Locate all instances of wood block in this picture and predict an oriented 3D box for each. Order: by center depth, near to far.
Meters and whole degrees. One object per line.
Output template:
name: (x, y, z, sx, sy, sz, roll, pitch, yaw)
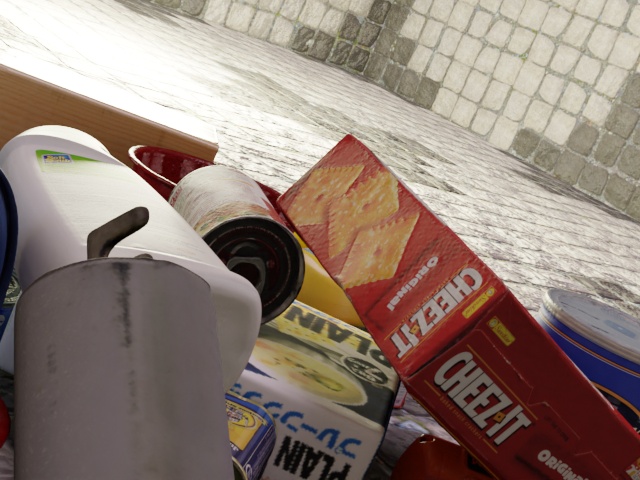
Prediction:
wood block: (-0.207, -0.092, 0.985, 0.206, 0.091, 0.090, 20, 15, -14)

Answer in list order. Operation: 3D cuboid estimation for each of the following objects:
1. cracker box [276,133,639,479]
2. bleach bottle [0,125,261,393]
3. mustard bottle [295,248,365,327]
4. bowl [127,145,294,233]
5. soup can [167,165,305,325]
cracker box: (0.074, 0.048, 0.588, 0.164, 0.072, 0.214, 45, 5, -30)
bleach bottle: (-0.120, -0.007, 0.583, 0.102, 0.068, 0.251, 12, 19, -28)
mustard bottle: (0.007, 0.037, 0.852, 0.191, 0.058, 0.096, 10, 15, -44)
bowl: (-0.092, -0.023, 0.890, 0.162, 0.055, 0.162, 21, 11, -5)
soup can: (-0.054, 0.001, 0.637, 0.068, 0.068, 0.102, 18, 15, -22)
